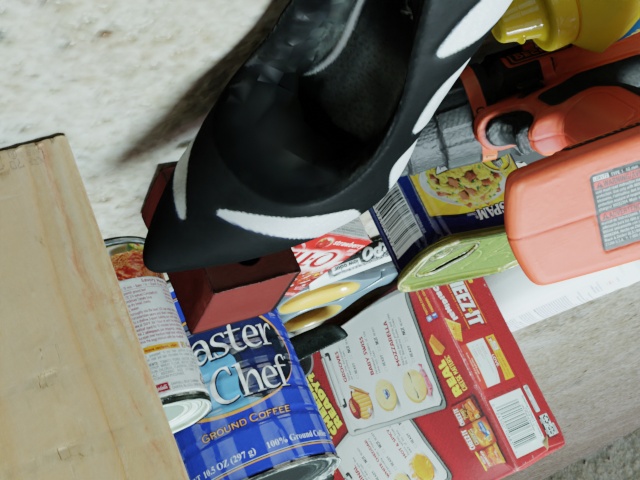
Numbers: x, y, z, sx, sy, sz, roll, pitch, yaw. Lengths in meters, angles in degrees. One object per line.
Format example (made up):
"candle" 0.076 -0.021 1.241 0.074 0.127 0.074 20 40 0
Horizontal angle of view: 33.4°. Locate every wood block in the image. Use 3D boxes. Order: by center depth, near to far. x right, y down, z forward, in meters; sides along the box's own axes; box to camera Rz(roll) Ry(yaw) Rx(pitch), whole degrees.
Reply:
"wood block" -0.123 0.070 0.477 0.090 0.206 0.091 -17 158 -17

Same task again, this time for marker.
"marker" 0.045 0.007 0.761 0.121 0.020 0.020 -19 158 -12

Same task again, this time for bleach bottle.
"bleach bottle" 0.149 0.052 0.920 0.251 0.068 0.102 -27 157 15

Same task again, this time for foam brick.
"foam brick" -0.054 0.001 0.565 0.052 0.078 0.051 -15 156 -28

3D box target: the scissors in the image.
"scissors" 0.045 0.033 0.828 0.201 0.016 0.096 -11 157 -30

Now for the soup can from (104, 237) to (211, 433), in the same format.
"soup can" -0.109 0.059 0.609 0.068 0.102 0.068 -20 159 -9

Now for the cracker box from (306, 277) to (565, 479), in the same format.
"cracker box" 0.074 0.131 0.862 0.071 0.164 0.214 -14 162 -39

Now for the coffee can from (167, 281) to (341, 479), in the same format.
"coffee can" -0.060 0.101 0.705 0.102 0.140 0.103 -20 159 -9

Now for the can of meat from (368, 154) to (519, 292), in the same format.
"can of meat" 0.076 -0.024 0.632 0.101 0.084 0.058 -10 155 -32

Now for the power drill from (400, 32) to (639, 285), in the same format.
"power drill" 0.103 -0.047 0.512 0.184 0.187 0.057 -19 115 2
